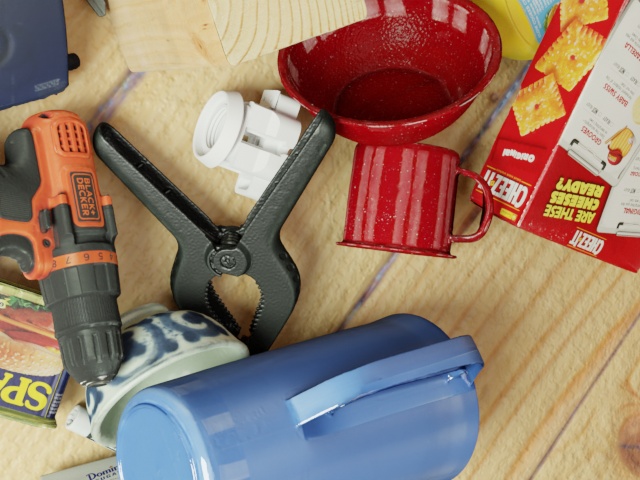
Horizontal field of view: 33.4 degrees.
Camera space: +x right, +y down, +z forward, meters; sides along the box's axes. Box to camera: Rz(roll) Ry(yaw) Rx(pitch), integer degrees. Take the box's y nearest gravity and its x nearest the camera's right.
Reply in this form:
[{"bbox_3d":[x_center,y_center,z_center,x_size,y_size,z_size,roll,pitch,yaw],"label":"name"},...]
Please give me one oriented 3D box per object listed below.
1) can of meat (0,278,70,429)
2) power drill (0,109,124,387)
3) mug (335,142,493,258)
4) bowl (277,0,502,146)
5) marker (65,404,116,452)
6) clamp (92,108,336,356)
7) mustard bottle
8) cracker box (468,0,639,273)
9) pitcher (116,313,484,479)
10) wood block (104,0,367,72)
[{"bbox_3d":[-0.213,0.071,0.716,0.102,0.058,0.084,22,85,-27],"label":"can of meat"},{"bbox_3d":[-0.207,0.004,0.645,0.187,0.057,0.184,1,70,-47],"label":"power drill"},{"bbox_3d":[0.073,-0.030,0.809,0.093,0.117,0.081,9,88,-69],"label":"mug"},{"bbox_3d":[0.051,-0.119,0.780,0.162,0.162,0.055,-31,141,-18],"label":"bowl"},{"bbox_3d":[-0.132,0.155,0.786,0.121,0.020,0.020,34,82,-25],"label":"marker"},{"bbox_3d":[-0.055,0.001,0.755,0.164,0.036,0.210,-8,119,10],"label":"clamp"},{"bbox_3d":[0.172,-0.202,0.857,0.191,0.058,0.096,-42,118,-15],"label":"mustard bottle"},{"bbox_3d":[0.234,-0.098,0.862,0.163,0.072,0.214,18,101,-38],"label":"cracker box"},{"bbox_3d":[-0.008,0.127,0.734,0.242,0.145,0.149,-8,112,-42],"label":"pitcher"},{"bbox_3d":[-0.067,-0.162,0.668,0.090,0.206,0.090,-23,106,-20],"label":"wood block"}]
